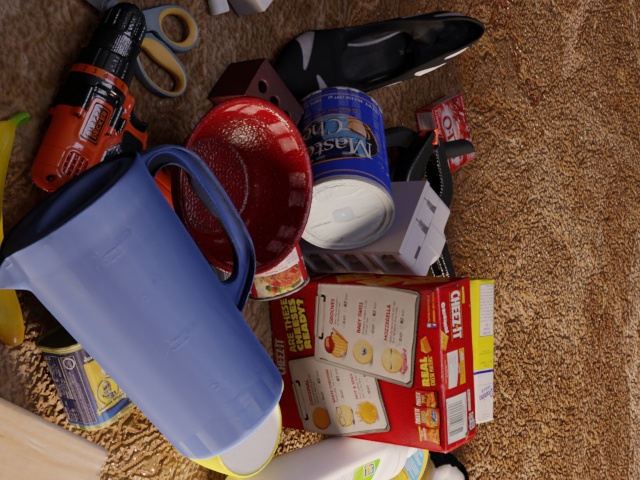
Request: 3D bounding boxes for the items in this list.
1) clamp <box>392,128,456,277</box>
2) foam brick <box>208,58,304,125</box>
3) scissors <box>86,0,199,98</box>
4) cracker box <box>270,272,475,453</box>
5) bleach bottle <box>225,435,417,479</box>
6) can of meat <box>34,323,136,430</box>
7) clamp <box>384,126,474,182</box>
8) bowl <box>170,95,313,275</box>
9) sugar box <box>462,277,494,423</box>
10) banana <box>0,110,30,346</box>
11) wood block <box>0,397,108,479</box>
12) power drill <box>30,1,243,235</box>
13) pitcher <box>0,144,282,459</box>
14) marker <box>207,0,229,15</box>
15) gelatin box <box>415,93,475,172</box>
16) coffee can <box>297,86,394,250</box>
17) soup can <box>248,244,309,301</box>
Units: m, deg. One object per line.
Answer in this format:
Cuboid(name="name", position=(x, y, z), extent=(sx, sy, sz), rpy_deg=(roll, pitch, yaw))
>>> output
Cuboid(name="clamp", position=(0.109, -0.026, 1.234), extent=(0.164, 0.036, 0.210), rpy_deg=(2, 90, -46))
Cuboid(name="foam brick", position=(-0.064, -0.139, 1.085), extent=(0.078, 0.051, 0.053), rpy_deg=(51, 54, -36))
Cuboid(name="scissors", position=(-0.177, -0.218, 0.979), extent=(0.201, 0.016, 0.096), rpy_deg=(54, 56, -36))
Cuboid(name="cracker box", position=(0.053, 0.118, 1.099), extent=(0.071, 0.214, 0.164), rpy_deg=(-11, 99, -50))
Cuboid(name="bleach bottle", position=(0.006, 0.253, 1.119), extent=(0.250, 0.068, 0.103), rpy_deg=(-12, 133, -43))
Cuboid(name="can of meat", position=(-0.189, 0.106, 0.940), extent=(0.101, 0.058, 0.084), rpy_deg=(-35, 117, -44))
Cuboid(name="clamp", position=(0.117, -0.096, 1.288), extent=(0.171, 0.039, 0.120), rpy_deg=(33, 77, -39))
Cuboid(name="bowl", position=(-0.081, -0.049, 0.970), extent=(0.161, 0.055, 0.162), rpy_deg=(-4, 96, -46))
Cuboid(name="sugar box", position=(0.166, 0.133, 1.322), extent=(0.048, 0.094, 0.176), rpy_deg=(3, 88, -48))
Cuboid(name="banana", position=(-0.265, -0.012, 0.866), extent=(0.069, 0.037, 0.198), rpy_deg=(5, 87, -47))
Cuboid(name="wood block", position=(-0.276, 0.162, 0.813), extent=(0.205, 0.091, 0.090), rpy_deg=(39, 59, -41))
Cuboid(name="power drill", position=(-0.157, -0.097, 0.971), extent=(0.187, 0.057, 0.184), rpy_deg=(34, 72, -41))
Cuboid(name="pitcher", position=(-0.128, 0.051, 0.865), extent=(0.242, 0.149, 0.145), rpy_deg=(55, 31, -21))
Cuboid(name="marker", position=(-0.114, -0.284, 1.051), extent=(0.020, 0.020, 0.121), rpy_deg=(-31, 113, -45))
Cuboid(name="gelatin box", position=(0.160, -0.134, 1.360), extent=(0.073, 0.030, 0.089), rpy_deg=(-31, 113, -44))
Cuboid(name="coffee can", position=(0.020, -0.075, 1.103), extent=(0.102, 0.103, 0.140), rpy_deg=(46, 29, -39))
Cuboid(name="soup can", position=(-0.057, 0.001, 1.083), extent=(0.068, 0.069, 0.102), rpy_deg=(-33, 114, -44))
